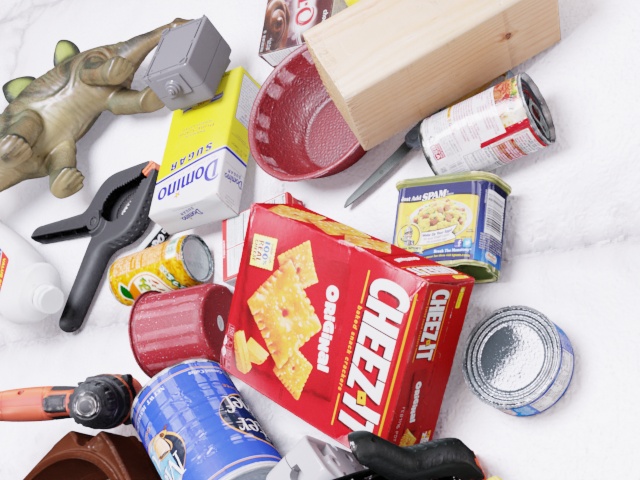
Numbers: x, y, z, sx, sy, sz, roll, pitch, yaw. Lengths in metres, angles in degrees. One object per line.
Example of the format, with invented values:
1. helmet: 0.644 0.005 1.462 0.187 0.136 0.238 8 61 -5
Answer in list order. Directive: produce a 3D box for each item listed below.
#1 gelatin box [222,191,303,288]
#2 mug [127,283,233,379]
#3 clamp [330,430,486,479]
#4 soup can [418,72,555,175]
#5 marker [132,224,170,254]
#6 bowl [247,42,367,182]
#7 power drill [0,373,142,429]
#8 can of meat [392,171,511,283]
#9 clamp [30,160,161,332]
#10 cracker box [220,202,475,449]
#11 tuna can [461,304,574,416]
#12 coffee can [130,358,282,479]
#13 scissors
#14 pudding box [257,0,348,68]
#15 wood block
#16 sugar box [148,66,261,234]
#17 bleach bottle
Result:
1. gelatin box: -0.057 0.001 1.073 0.089 0.030 0.073 -22 56 28
2. mug: -0.125 0.082 1.056 0.082 0.093 0.117 -12 25 27
3. clamp: 0.051 0.184 0.819 0.120 0.171 0.039 -37 53 36
4. soup can: 0.146 -0.096 0.940 0.102 0.068 0.068 -24 56 27
5. marker: -0.186 0.004 1.176 0.121 0.020 0.020 -48 49 9
6. bowl: 0.007 -0.122 1.066 0.162 0.055 0.162 -17 60 30
7. power drill: -0.269 0.158 1.012 0.187 0.184 0.057 -2 82 1
8. can of meat: 0.112 -0.009 0.932 0.102 0.057 0.084 -5 68 36
9. clamp: -0.255 -0.018 1.227 0.210 0.036 0.165 -49 49 12
10. cracker box: 0.013 0.074 0.922 0.214 0.071 0.164 25 108 42
11. tuna can: 0.159 0.097 0.859 0.086 0.033 0.086 -17 60 30
12. coffee can: -0.098 0.191 0.964 0.103 0.102 0.140 -47 49 9
13. scissors: 0.093 -0.116 1.025 0.202 0.016 0.096 -31 52 22
14. pudding box: -0.015 -0.247 1.153 0.090 0.039 0.113 -8 64 34
15. wood block: 0.101 -0.182 0.956 0.206 0.090 0.090 -29 59 -1
16. sugar box: -0.122 -0.097 1.141 0.093 0.048 0.176 -16 48 30
17. bleach bottle: -0.364 0.033 1.243 0.251 0.068 0.102 17 83 49
